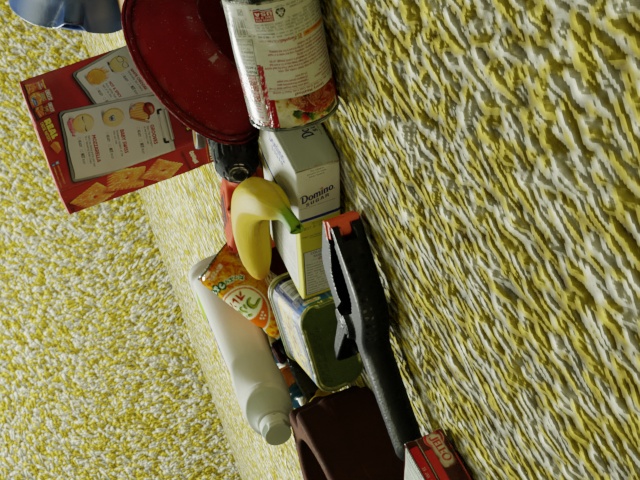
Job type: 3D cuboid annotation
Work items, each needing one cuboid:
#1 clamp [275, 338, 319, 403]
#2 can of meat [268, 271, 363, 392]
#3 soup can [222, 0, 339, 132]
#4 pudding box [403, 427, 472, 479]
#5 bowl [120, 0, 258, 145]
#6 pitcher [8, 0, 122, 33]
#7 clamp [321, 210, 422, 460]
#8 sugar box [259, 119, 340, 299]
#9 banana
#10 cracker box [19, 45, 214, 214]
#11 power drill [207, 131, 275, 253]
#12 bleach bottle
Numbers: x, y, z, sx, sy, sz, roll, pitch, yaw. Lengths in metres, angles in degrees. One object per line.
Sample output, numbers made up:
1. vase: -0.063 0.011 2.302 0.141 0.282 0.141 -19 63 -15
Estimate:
1. clamp: -0.033 0.105 1.236 0.120 0.039 0.171 -78 -31 -69
2. can of meat: -0.003 0.087 1.046 0.084 0.057 0.102 41 150 61
3. soup can: -0.028 -0.138 0.761 0.069 0.068 0.102 -128 22 -54
4. pudding box: 0.101 0.216 0.850 0.113 0.039 0.090 89 158 -52
5. bowl: -0.089 -0.163 0.901 0.162 0.055 0.162 35 -142 -33
6. pitcher: -0.251 -0.352 1.115 0.149 0.144 0.243 31 126 23
7. clamp: 0.038 0.073 0.887 0.165 0.036 0.210 -124 18 -48
8. sugar box: -0.016 -0.038 0.927 0.176 0.048 0.093 92 156 -52
9. banana: -0.055 -0.014 0.931 0.198 0.037 0.069 128 125 -74
10. cracker box: -0.235 -0.146 1.296 0.072 0.213 0.164 94 154 -66
11. power drill: -0.078 -0.075 1.036 0.188 0.057 0.184 85 177 -47
12. bleach bottle: -0.080 0.121 1.162 0.251 0.068 0.102 -118 7 -53
